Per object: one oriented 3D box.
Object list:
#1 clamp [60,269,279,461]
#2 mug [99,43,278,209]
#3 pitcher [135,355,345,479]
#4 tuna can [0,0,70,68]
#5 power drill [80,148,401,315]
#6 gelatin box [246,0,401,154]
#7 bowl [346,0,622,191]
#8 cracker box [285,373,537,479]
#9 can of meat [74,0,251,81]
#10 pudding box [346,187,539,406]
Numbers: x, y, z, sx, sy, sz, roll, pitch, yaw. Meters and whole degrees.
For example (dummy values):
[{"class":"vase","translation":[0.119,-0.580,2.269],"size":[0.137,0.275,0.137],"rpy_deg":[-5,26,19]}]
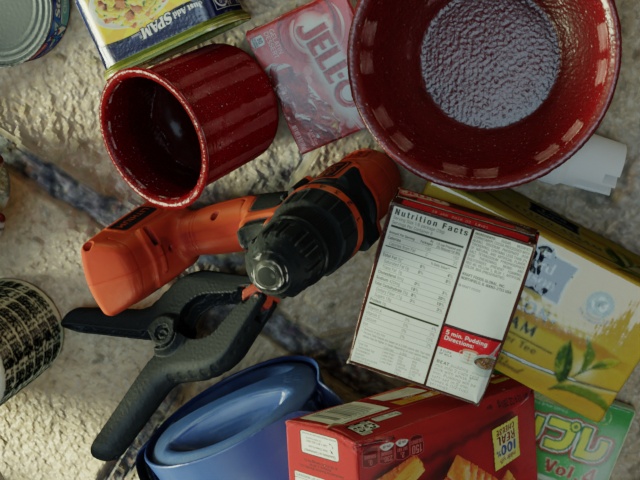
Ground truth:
[{"class":"clamp","translation":[-0.106,0.081,0.753],"size":[0.172,0.039,0.120],"rpy_deg":[-21,68,19]},{"class":"mug","translation":[-0.089,-0.075,0.694],"size":[0.117,0.081,0.093],"rpy_deg":[-21,100,45]},{"class":"pitcher","translation":[-0.020,0.215,0.757],"size":[0.145,0.149,0.243],"rpy_deg":[-29,103,-12]},{"class":"tuna can","translation":[-0.216,-0.163,0.730],"size":[0.086,0.033,0.086],"rpy_deg":[4,107,12]},{"class":"power drill","translation":[-0.054,0.001,0.673],"size":[0.188,0.184,0.057],"rpy_deg":[-10,104,26]},{"class":"gelatin box","translation":[0.003,-0.111,0.695],"size":[0.073,0.030,0.089],"rpy_deg":[-22,101,18]},{"class":"bowl","translation":[0.100,-0.112,0.650],"size":[0.162,0.055,0.162],"rpy_deg":[2,97,15]},{"class":"cracker box","translation":[0.067,0.203,0.679],"size":[0.072,0.163,0.214],"rpy_deg":[3,99,50]},{"class":"can of meat","translation":[-0.109,-0.162,0.693],"size":[0.102,0.057,0.084],"rpy_deg":[-21,99,18]},{"class":"pudding box","translation":[0.073,0.034,0.646],"size":[0.090,0.039,0.113],"rpy_deg":[18,109,9]}]
